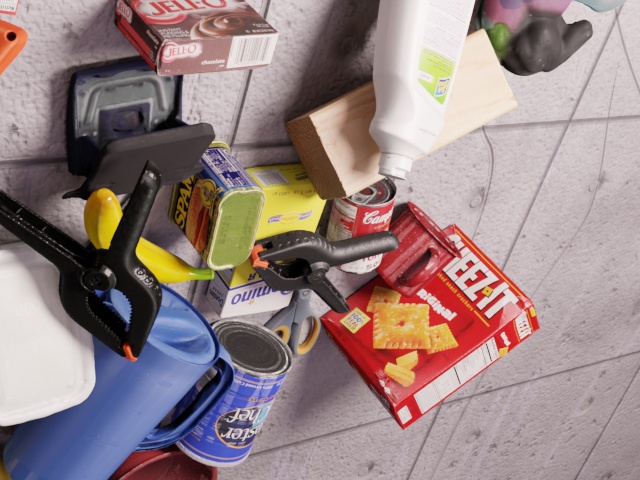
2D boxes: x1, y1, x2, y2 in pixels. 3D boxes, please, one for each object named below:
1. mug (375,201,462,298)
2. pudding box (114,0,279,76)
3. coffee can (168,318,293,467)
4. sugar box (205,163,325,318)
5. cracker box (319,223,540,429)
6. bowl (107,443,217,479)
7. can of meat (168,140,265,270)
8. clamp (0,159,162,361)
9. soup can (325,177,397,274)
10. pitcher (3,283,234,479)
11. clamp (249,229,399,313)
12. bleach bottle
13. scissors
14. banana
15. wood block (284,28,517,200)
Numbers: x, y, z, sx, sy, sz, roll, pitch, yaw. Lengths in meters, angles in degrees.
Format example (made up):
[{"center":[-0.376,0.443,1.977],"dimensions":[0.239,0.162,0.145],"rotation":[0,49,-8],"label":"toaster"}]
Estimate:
[{"center":[0.109,0.019,1.259],"dimensions":[0.081,0.117,0.093],"rotation":[-44,114,11],"label":"mug"},{"center":[-0.106,-0.180,0.908],"dimensions":[0.113,0.090,0.039],"rotation":[-9,133,-34],"label":"pudding box"},{"center":[-0.105,0.176,1.235],"dimensions":[0.102,0.103,0.140],"rotation":[1,125,-40],"label":"coffee can"},{"center":[-0.057,0.002,1.155],"dimensions":[0.093,0.048,0.176],"rotation":[-7,129,-34],"label":"sugar box"},{"center":[0.133,0.101,1.311],"dimensions":[0.213,0.164,0.072],"rotation":[-35,143,-7],"label":"cracker box"},{"center":[-0.209,0.296,1.300],"dimensions":[0.161,0.055,0.162],"rotation":[-22,138,-22],"label":"bowl"},{"center":[-0.102,-0.033,1.054],"dimensions":[0.057,0.084,0.102],"rotation":[-10,132,-33],"label":"can of meat"},{"center":[-0.186,0.020,0.938],"dimensions":[0.165,0.036,0.210],"rotation":[-11,125,16],"label":"clamp"},{"center":[0.044,-0.021,1.199],"dimensions":[0.068,0.069,0.102],"rotation":[-16,135,-28],"label":"soup can"},{"center":[-0.215,0.167,1.114],"dimensions":[0.243,0.149,0.144],"rotation":[-51,165,17],"label":"pitcher"},{"center":[-0.008,0.033,1.153],"dimensions":[0.171,0.039,0.120],"rotation":[4,125,-28],"label":"clamp"},{"center":[0.088,-0.183,0.997],"dimensions":[0.102,0.068,0.251],"rotation":[14,88,-44],"label":"bleach bottle"},{"center":[-0.037,0.072,1.262],"dimensions":[0.096,0.016,0.202],"rotation":[-23,138,-21],"label":"scissors"},{"center":[-0.177,0.001,1.015],"dimensions":[0.070,0.037,0.197],"rotation":[-22,151,16],"label":"banana"},{"center":[0.081,-0.127,1.086],"dimensions":[0.206,0.091,0.090],"rotation":[-28,98,-16],"label":"wood block"}]
